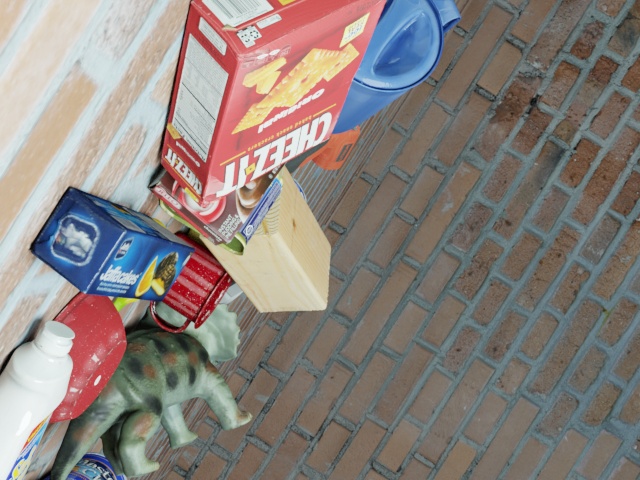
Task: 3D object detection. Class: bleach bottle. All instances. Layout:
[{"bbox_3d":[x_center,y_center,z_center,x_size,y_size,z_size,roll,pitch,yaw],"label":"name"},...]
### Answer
[{"bbox_3d":[-0.286,0.184,0.940,0.251,0.068,0.102,-61,175,13],"label":"bleach bottle"}]

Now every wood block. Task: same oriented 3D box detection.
[{"bbox_3d":[-0.057,0.001,1.222,0.206,0.090,0.091,60,30,-59],"label":"wood block"}]

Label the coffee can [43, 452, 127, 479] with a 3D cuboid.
[{"bbox_3d":[-0.323,0.346,1.405,0.103,0.103,0.140,-58,175,6],"label":"coffee can"}]

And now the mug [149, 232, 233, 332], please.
[{"bbox_3d":[-0.161,0.054,1.260,0.117,0.081,0.093,-59,175,17],"label":"mug"}]

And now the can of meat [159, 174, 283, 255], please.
[{"bbox_3d":[-0.100,-0.048,1.093,0.084,0.102,0.057,-58,176,-19],"label":"can of meat"}]

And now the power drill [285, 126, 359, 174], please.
[{"bbox_3d":[-0.042,-0.094,1.420,0.187,0.057,0.185,-35,167,-35],"label":"power drill"}]

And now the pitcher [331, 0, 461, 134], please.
[{"bbox_3d":[0.048,-0.205,1.221,0.243,0.149,0.145,148,-38,-74],"label":"pitcher"}]

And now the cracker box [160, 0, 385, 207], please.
[{"bbox_3d":[-0.043,-0.139,0.923,0.164,0.072,0.214,-31,160,-30],"label":"cracker box"}]

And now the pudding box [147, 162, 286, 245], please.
[{"bbox_3d":[-0.098,-0.065,1.032,0.113,0.090,0.039,-57,-160,-23],"label":"pudding box"}]

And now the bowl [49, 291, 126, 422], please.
[{"bbox_3d":[-0.239,0.122,1.049,0.162,0.055,0.162,-57,175,-8],"label":"bowl"}]
